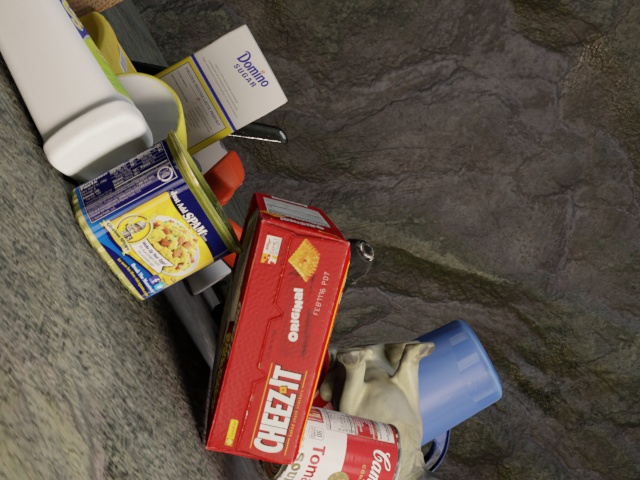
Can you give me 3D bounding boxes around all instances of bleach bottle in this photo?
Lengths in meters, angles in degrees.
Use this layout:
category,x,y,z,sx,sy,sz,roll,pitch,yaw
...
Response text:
category,x,y,z,sx,sy,sz,roll,pitch,yaw
bleach bottle,-0.210,-0.165,0.763,0.251,0.068,0.102,59,-1,10

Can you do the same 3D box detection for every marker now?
category,x,y,z,sx,sy,sz,roll,pitch,yaw
marker,-0.088,0.103,1.154,0.020,0.020,0.121,62,0,38

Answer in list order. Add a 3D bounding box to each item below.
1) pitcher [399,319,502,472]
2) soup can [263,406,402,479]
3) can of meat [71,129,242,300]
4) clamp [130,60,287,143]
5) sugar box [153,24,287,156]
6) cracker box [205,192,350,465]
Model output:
category,x,y,z,sx,sy,sz,roll,pitch,yaw
pitcher,0.094,0.204,1.279,0.145,0.243,0.149,62,0,31
soup can,0.010,0.181,0.917,0.102,0.068,0.068,15,18,-18
can of meat,-0.114,-0.014,0.748,0.057,0.084,0.102,61,0,45
clamp,-0.162,-0.112,1.165,0.210,0.164,0.036,38,-4,-13
sugar box,-0.132,-0.143,1.117,0.093,0.176,0.048,61,0,-10
cracker box,-0.036,0.057,0.817,0.214,0.072,0.164,-124,-133,-81
